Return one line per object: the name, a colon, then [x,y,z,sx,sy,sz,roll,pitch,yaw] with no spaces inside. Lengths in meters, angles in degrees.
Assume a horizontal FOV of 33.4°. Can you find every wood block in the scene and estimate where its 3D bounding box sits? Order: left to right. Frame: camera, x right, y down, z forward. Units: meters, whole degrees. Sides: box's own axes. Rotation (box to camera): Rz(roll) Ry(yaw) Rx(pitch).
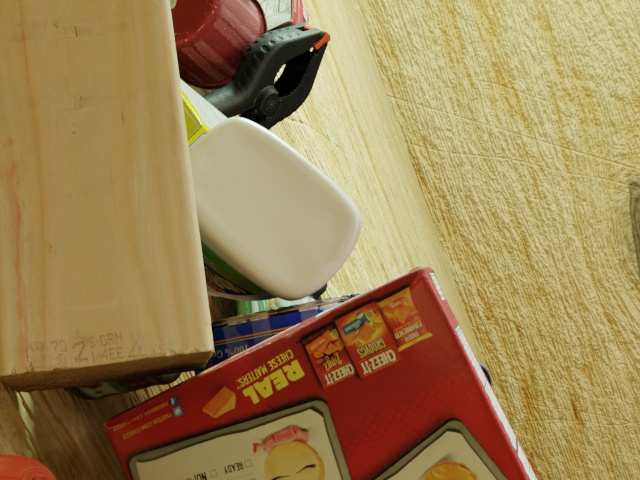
wood block: [-0.107,-0.041,0.488,0.091,0.090,0.206,125,-43,-75]

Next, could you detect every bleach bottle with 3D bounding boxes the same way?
bleach bottle: [-0.054,0.001,0.665,0.102,0.068,0.251,41,-15,-3]

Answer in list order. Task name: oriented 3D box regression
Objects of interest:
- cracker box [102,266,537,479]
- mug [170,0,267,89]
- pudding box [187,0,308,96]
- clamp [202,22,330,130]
cracker box: [0.023,0.141,0.482,0.214,0.164,0.072,64,10,6]
mug: [-0.092,-0.188,0.867,0.093,0.117,0.081,50,8,22]
pudding box: [-0.066,-0.178,0.966,0.090,0.113,0.039,-89,155,-58]
clamp: [-0.060,-0.117,0.868,0.039,0.171,0.120,30,-7,28]
